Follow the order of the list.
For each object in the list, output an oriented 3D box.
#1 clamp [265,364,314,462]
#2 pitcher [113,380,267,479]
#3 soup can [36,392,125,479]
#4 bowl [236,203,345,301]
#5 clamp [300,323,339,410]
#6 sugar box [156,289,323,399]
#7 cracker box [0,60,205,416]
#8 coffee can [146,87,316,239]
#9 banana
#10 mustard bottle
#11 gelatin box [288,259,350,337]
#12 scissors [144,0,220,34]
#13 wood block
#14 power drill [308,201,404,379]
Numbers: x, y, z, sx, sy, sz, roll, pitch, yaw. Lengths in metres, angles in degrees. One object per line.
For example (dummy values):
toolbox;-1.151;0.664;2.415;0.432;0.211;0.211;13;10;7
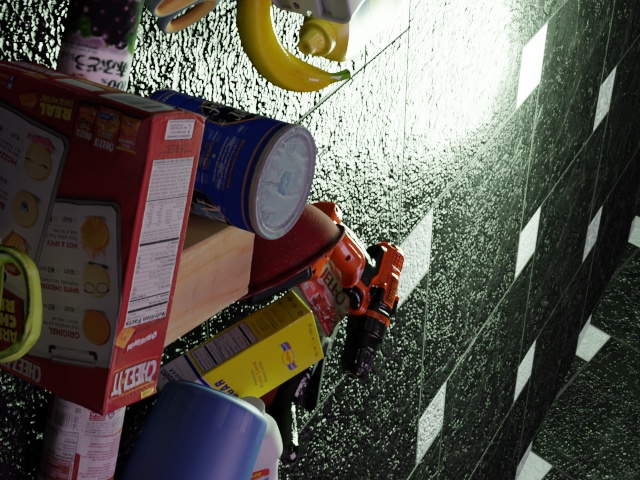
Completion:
clamp;-0.045;0.194;1.267;0.165;0.036;0.210;-32;-149;55
pitcher;-0.149;0.256;0.993;0.145;0.149;0.242;-19;-134;63
soup can;-0.212;0.176;0.944;0.068;0.069;0.102;-13;118;-62
bowl;-0.057;0.001;1.093;0.161;0.162;0.055;-42;110;-48
clamp;-0.008;0.141;1.385;0.120;0.039;0.171;23;80;-80
sugar box;-0.085;0.132;1.120;0.176;0.048;0.093;-33;143;-15
cracker box;-0.179;-0.007;0.764;0.072;0.164;0.214;-13;118;-60
coffee can;-0.089;-0.069;0.942;0.102;0.140;0.103;-45;145;-45
banana;-0.041;-0.194;1.063;0.070;0.037;0.197;-43;148;8
mustard bottle;0.031;-0.250;1.172;0.191;0.058;0.096;-47;152;-44
gelatin box;0.001;0.064;1.333;0.073;0.030;0.089;-51;127;-37
scissors;-0.065;-0.229;0.915;0.201;0.016;0.096;-29;173;-25
wood block;-0.152;0.032;0.940;0.205;0.091;0.090;-33;136;-55
power drill;0.027;0.054;1.297;0.187;0.057;0.184;44;53;-44
